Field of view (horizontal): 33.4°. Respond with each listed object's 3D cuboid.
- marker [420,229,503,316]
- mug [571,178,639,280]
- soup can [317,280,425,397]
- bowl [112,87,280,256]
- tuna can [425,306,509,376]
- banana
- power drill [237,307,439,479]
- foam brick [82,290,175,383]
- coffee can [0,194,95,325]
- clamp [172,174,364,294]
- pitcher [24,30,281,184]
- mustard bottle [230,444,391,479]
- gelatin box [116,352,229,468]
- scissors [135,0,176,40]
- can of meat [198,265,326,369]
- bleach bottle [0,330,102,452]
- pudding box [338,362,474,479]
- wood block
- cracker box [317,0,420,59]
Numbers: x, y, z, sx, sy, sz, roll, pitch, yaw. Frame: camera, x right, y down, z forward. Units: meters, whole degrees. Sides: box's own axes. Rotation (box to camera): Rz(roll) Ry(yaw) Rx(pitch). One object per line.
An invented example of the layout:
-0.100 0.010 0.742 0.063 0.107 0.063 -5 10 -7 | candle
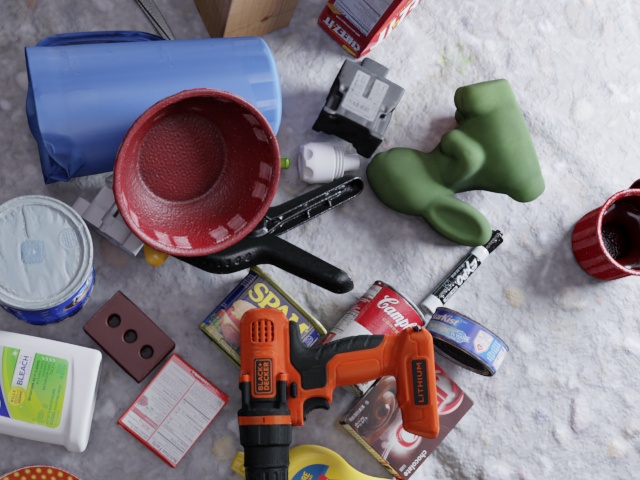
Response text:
0.153 0.032 1.138 0.020 0.020 0.121 45 75 0 | marker
0.326 -0.013 1.146 0.093 0.081 0.117 22 77 -6 | mug
0.048 0.099 1.082 0.068 0.068 0.102 43 76 -1 | soup can
-0.121 -0.069 0.996 0.161 0.055 0.162 -10 114 -22 | bowl
0.147 0.104 1.090 0.086 0.086 0.033 32 78 -3 | tuna can
-0.119 -0.046 1.071 0.070 0.037 0.197 22 50 37 | banana
0.015 0.152 1.004 0.187 0.057 0.184 -2 82 -1 | power drill
-0.187 0.096 1.047 0.078 0.051 0.053 43 76 -1 | foam brick
-0.264 0.022 1.000 0.102 0.140 0.103 2 79 -10 | coffee can
-0.057 0.001 1.056 0.210 0.036 0.164 -7 39 4 | clamp
-0.170 -0.145 1.063 0.242 0.145 0.149 -9 97 -16 | pitcher
0.001 0.255 1.048 0.191 0.058 0.096 26 95 -4 | mustard bottle
-0.145 0.168 1.053 0.073 0.030 0.089 39 76 -3 | gelatin box
-0.226 -0.282 1.128 0.096 0.016 0.202 -18 84 -11 | scissors
-0.060 0.089 1.070 0.102 0.057 0.084 43 78 -1 | can of meat
-0.339 0.131 1.009 0.250 0.068 0.102 10 78 -6 | bleach bottle
0.088 0.174 1.090 0.090 0.039 0.113 45 76 -1 | pudding box
-0.071 -0.275 1.056 0.090 0.206 0.090 -23 85 -14 | wood block
0.094 -0.289 1.086 0.072 0.214 0.164 44 76 -2 | cracker box
